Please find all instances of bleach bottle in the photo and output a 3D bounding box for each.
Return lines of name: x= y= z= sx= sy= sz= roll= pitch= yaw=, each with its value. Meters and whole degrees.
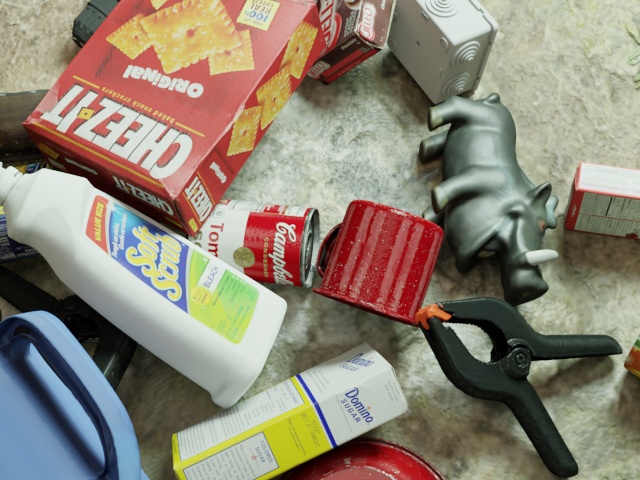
bleach bottle: x=-0.152 y=0.024 z=0.833 sx=0.250 sy=0.068 sz=0.102 roll=33 pitch=40 yaw=-9

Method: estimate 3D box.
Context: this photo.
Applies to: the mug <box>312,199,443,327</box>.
mug: x=0.042 y=0.015 z=0.866 sx=0.117 sy=0.093 sz=0.081 roll=13 pitch=83 yaw=50

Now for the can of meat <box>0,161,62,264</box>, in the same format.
can of meat: x=-0.268 y=-0.023 z=0.922 sx=0.084 sy=0.057 sz=0.102 roll=-10 pitch=35 yaw=4

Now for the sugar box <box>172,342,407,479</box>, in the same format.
sugar box: x=-0.026 y=0.141 z=0.817 sx=0.176 sy=0.093 sz=0.048 roll=-22 pitch=99 yaw=-6

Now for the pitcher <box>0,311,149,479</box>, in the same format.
pitcher: x=-0.169 y=0.174 z=0.706 sx=0.145 sy=0.149 sz=0.243 roll=-40 pitch=63 yaw=-15

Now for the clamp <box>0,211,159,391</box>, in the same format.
clamp: x=-0.210 y=0.063 z=0.880 sx=0.164 sy=0.036 sz=0.210 roll=-14 pitch=45 yaw=3

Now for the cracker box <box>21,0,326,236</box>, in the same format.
cracker box: x=-0.120 y=-0.133 z=0.901 sx=0.164 sy=0.072 sz=0.213 roll=26 pitch=70 yaw=22

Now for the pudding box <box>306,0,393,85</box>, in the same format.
pudding box: x=0.027 y=-0.210 z=0.980 sx=0.039 sy=0.090 sz=0.113 roll=27 pitch=61 yaw=-27

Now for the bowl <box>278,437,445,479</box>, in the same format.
bowl: x=0.029 y=0.219 z=0.796 sx=0.162 sy=0.055 sz=0.162 roll=-3 pitch=64 yaw=5

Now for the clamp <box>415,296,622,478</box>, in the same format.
clamp: x=0.156 y=0.089 z=0.828 sx=0.171 sy=0.039 sz=0.120 roll=39 pitch=62 yaw=-8

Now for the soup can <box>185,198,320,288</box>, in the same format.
soup can: x=-0.056 y=0.001 z=0.899 sx=0.102 sy=0.068 sz=0.068 roll=6 pitch=66 yaw=10
